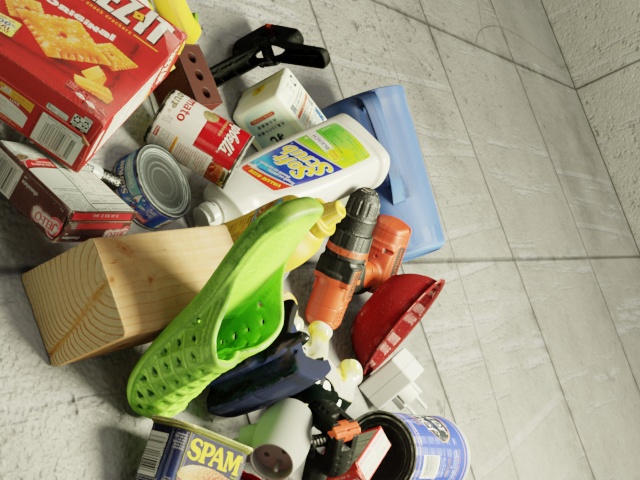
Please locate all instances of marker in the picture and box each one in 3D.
[{"bbox_3d":[-0.240,-0.076,1.038,0.121,0.020,0.020,29,45,-49],"label":"marker"}]

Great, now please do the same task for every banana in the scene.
[{"bbox_3d":[-0.172,-0.275,1.238,0.198,0.037,0.069,67,4,-72],"label":"banana"}]

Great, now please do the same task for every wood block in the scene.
[{"bbox_3d":[-0.163,0.047,0.999,0.205,0.091,0.090,-9,77,-62],"label":"wood block"}]

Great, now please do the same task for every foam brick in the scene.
[{"bbox_3d":[-0.158,-0.180,1.226,0.052,0.051,0.078,-19,86,-62],"label":"foam brick"}]

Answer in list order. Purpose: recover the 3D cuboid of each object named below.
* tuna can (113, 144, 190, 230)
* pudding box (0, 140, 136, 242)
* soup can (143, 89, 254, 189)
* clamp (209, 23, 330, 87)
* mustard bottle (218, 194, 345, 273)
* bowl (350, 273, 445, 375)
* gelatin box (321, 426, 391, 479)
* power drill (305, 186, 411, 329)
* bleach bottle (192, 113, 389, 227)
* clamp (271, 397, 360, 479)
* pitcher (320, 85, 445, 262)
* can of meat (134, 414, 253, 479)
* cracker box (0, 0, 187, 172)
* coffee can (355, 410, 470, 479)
[{"bbox_3d":[-0.175,-0.056,1.118,0.086,0.034,0.086,40,37,-40],"label":"tuna can"},{"bbox_3d":[-0.233,-0.043,0.951,0.114,0.039,0.089,42,19,23],"label":"pudding box"},{"bbox_3d":[-0.132,-0.110,1.160,0.102,0.069,0.068,31,35,-4],"label":"soup can"},{"bbox_3d":[-0.059,-0.242,1.365,0.210,0.165,0.036,-74,154,-63],"label":"clamp"},{"bbox_3d":[-0.057,0.002,1.109,0.058,0.192,0.096,49,32,-29],"label":"mustard bottle"},{"bbox_3d":[0.088,0.096,1.369,0.055,0.162,0.161,39,25,13],"label":"bowl"},{"bbox_3d":[0.031,0.250,1.196,0.030,0.073,0.089,61,28,-8],"label":"gelatin box"},{"bbox_3d":[0.054,0.014,1.348,0.057,0.184,0.187,27,17,20],"label":"power drill"},{"bbox_3d":[-0.039,-0.066,1.249,0.250,0.068,0.103,-29,67,-36],"label":"bleach bottle"},{"bbox_3d":[-0.007,0.200,1.108,0.039,0.172,0.120,-17,70,-29],"label":"clamp"},{"bbox_3d":[0.091,-0.090,1.504,0.148,0.145,0.243,-12,83,-51],"label":"pitcher"},{"bbox_3d":[-0.118,0.212,0.959,0.102,0.058,0.084,34,67,-44],"label":"can of meat"},{"bbox_3d":[-0.239,-0.180,1.008,0.164,0.072,0.213,35,35,-7],"label":"cracker box"},{"bbox_3d":[0.104,0.259,1.286,0.140,0.103,0.103,18,54,-54],"label":"coffee can"}]
